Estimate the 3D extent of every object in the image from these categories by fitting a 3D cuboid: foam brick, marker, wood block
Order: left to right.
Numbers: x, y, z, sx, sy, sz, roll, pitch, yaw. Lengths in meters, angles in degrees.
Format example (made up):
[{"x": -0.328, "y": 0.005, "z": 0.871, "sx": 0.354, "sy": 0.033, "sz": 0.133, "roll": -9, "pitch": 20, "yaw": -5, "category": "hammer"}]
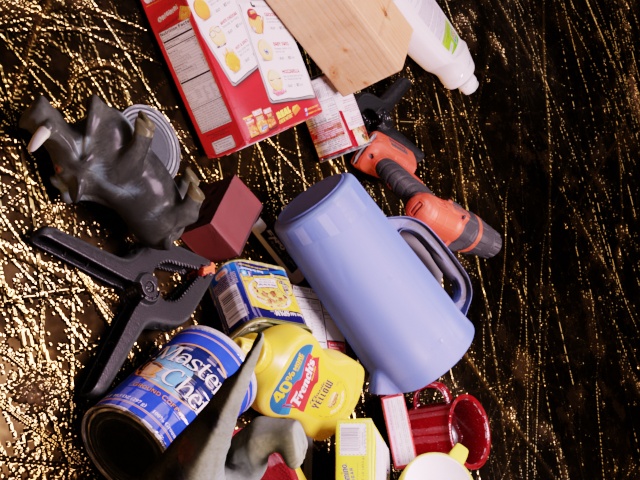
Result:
[{"x": -0.107, "y": -0.022, "z": 1.147, "sx": 0.051, "sy": 0.053, "sz": 0.078, "roll": 48, "pitch": 44, "yaw": -29, "category": "foam brick"}, {"x": -0.058, "y": 0.001, "z": 1.224, "sx": 0.121, "sy": 0.020, "sz": 0.020, "roll": 53, "pitch": 43, "yaw": -25, "category": "marker"}, {"x": 0.011, "y": -0.282, "z": 1.243, "sx": 0.206, "sy": 0.090, "sz": 0.090, "roll": 48, "pitch": 39, "yaw": -29, "category": "wood block"}]

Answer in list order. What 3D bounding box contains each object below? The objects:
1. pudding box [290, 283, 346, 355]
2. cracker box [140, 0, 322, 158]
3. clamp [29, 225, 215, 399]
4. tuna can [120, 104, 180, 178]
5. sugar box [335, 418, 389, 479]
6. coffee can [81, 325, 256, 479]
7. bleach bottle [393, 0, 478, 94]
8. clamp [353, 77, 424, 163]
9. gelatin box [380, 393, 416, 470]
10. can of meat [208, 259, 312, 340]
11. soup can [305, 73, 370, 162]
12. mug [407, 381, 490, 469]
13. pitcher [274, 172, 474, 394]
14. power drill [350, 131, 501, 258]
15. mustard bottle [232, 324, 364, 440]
[{"x": -0.013, "y": 0.110, "z": 1.227, "sx": 0.089, "sy": 0.039, "sz": 0.113, "roll": 12, "pitch": 66, "yaw": -48, "category": "pudding box"}, {"x": -0.101, "y": -0.215, "z": 1.207, "sx": 0.163, "sy": 0.072, "sz": 0.213, "roll": -32, "pitch": 101, "yaw": -53, "category": "cracker box"}, {"x": -0.185, "y": 0.042, "z": 1.042, "sx": 0.209, "sy": 0.036, "sz": 0.164, "roll": -28, "pitch": 99, "yaw": -52, "category": "clamp"}, {"x": -0.186, "y": -0.093, "z": 1.090, "sx": 0.086, "sy": 0.034, "sz": 0.086, "roll": 21, "pitch": 62, "yaw": -45, "category": "tuna can"}, {"x": 0.048, "y": 0.260, "z": 1.178, "sx": 0.176, "sy": 0.048, "sz": 0.093, "roll": 73, "pitch": 18, "yaw": -67, "category": "sugar box"}, {"x": -0.139, "y": 0.158, "z": 1.002, "sx": 0.140, "sy": 0.103, "sz": 0.103, "roll": -42, "pitch": 110, "yaw": -49, "category": "coffee can"}, {"x": 0.154, "y": -0.297, "z": 1.556, "sx": 0.250, "sy": 0.068, "sz": 0.102, "roll": 44, "pitch": 48, "yaw": -36, "category": "bleach bottle"}, {"x": 0.079, "y": -0.170, "z": 1.436, "sx": 0.171, "sy": 0.039, "sz": 0.120, "roll": 5, "pitch": 72, "yaw": -50, "category": "clamp"}, {"x": 0.096, "y": 0.229, "z": 1.294, "sx": 0.073, "sy": 0.030, "sz": 0.089, "roll": 61, "pitch": 17, "yaw": -84, "category": "gelatin box"}, {"x": -0.067, "y": 0.071, "z": 1.141, "sx": 0.101, "sy": 0.058, "sz": 0.084, "roll": 15, "pitch": 44, "yaw": -48, "category": "can of meat"}, {"x": 0.014, "y": -0.156, "z": 1.329, "sx": 0.068, "sy": 0.069, "sz": 0.102, "roll": -27, "pitch": 98, "yaw": -51, "category": "soup can"}, {"x": 0.152, "y": 0.234, "z": 1.348, "sx": 0.093, "sy": 0.082, "sz": 0.117, "roll": -29, "pitch": 101, "yaw": -51, "category": "mug"}, {"x": 0.064, "y": 0.040, "z": 1.213, "sx": 0.242, "sy": 0.145, "sz": 0.149, "roll": 54, "pitch": 21, "yaw": -15, "category": "pitcher"}, {"x": 0.136, "y": -0.055, "z": 1.368, "sx": 0.184, "sy": 0.057, "sz": 0.188, "roll": 24, "pitch": 18, "yaw": -48, "category": "power drill"}, {"x": -0.032, "y": 0.139, "z": 1.107, "sx": 0.096, "sy": 0.058, "sz": 0.191, "roll": -58, "pitch": 139, "yaw": -4, "category": "mustard bottle"}]
